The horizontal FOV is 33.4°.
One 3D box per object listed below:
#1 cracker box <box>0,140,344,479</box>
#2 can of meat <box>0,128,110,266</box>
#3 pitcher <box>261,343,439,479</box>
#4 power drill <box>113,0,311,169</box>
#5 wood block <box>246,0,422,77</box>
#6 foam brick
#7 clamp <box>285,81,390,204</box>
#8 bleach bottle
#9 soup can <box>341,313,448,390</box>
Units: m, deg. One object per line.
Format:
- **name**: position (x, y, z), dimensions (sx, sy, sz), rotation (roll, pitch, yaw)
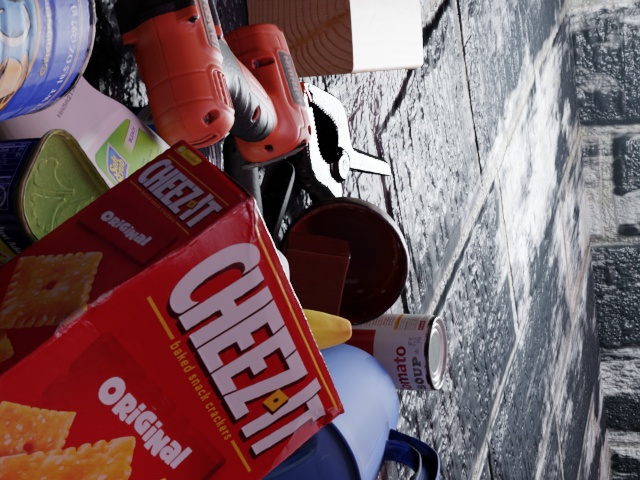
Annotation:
- **cracker box**: position (-0.104, 0.083, 0.493), dimensions (0.213, 0.072, 0.164), rotation (-36, 136, -15)
- **can of meat**: position (-0.149, -0.005, 0.523), dimensions (0.102, 0.084, 0.057), rotation (63, 33, -48)
- **pitcher**: position (-0.002, 0.151, 0.787), dimensions (0.149, 0.145, 0.242), rotation (52, 14, 4)
- **power drill**: position (-0.073, -0.132, 0.691), dimensions (0.187, 0.057, 0.184), rotation (23, 51, -69)
- **wood block**: position (0.019, -0.193, 0.953), dimensions (0.205, 0.091, 0.090), rotation (-26, 113, -67)
- **foam brick**: position (-0.008, 0.038, 0.879), dimensions (0.051, 0.053, 0.078), rotation (-86, -173, -72)
- **clamp**: position (0.012, -0.075, 0.993), dimensions (0.164, 0.036, 0.210), rotation (-63, 145, -38)
- **bleach bottle**: position (-0.110, -0.027, 0.614), dimensions (0.250, 0.068, 0.102), rotation (52, 26, -35)
- **soup can**: position (0.057, 0.100, 0.955), dimensions (0.068, 0.102, 0.068), rotation (0, 90, -69)
